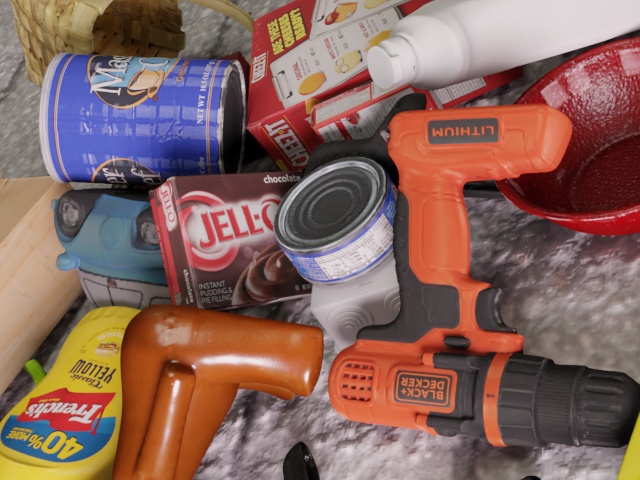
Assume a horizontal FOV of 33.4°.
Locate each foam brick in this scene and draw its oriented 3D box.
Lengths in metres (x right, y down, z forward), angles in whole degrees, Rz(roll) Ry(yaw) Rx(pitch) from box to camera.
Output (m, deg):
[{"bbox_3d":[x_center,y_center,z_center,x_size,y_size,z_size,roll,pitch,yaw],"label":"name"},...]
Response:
[{"bbox_3d":[-0.075,-0.112,0.916,0.053,0.078,0.051,-20,38,20],"label":"foam brick"}]

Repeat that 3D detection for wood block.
[{"bbox_3d":[-0.274,0.048,0.873,0.091,0.090,0.205,-1,42,37],"label":"wood block"}]

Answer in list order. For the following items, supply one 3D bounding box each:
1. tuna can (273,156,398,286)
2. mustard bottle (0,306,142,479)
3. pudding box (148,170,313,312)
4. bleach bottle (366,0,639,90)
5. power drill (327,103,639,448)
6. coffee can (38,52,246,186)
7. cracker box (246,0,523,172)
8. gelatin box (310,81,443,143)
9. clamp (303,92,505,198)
[{"bbox_3d":[0.013,-0.014,0.695,0.086,0.033,0.086,-21,39,19],"label":"tuna can"},{"bbox_3d":[-0.165,0.128,0.715,0.096,0.058,0.191,12,45,23],"label":"mustard bottle"},{"bbox_3d":[-0.055,0.001,0.728,0.039,0.113,0.090,-21,78,47],"label":"pudding box"},{"bbox_3d":[0.145,-0.151,0.714,0.250,0.068,0.103,-23,20,-25],"label":"bleach bottle"},{"bbox_3d":[0.096,0.020,0.600,0.185,0.057,0.187,2,79,28],"label":"power drill"},{"bbox_3d":[-0.136,-0.093,0.836,0.140,0.103,0.102,3,46,6],"label":"coffee can"},{"bbox_3d":[0.049,-0.158,0.875,0.214,0.072,0.164,-22,39,19],"label":"cracker box"},{"bbox_3d":[0.048,-0.083,0.793,0.089,0.073,0.030,-23,38,18],"label":"gelatin box"},{"bbox_3d":[0.042,-0.054,0.737,0.172,0.120,0.039,-9,53,37],"label":"clamp"}]
